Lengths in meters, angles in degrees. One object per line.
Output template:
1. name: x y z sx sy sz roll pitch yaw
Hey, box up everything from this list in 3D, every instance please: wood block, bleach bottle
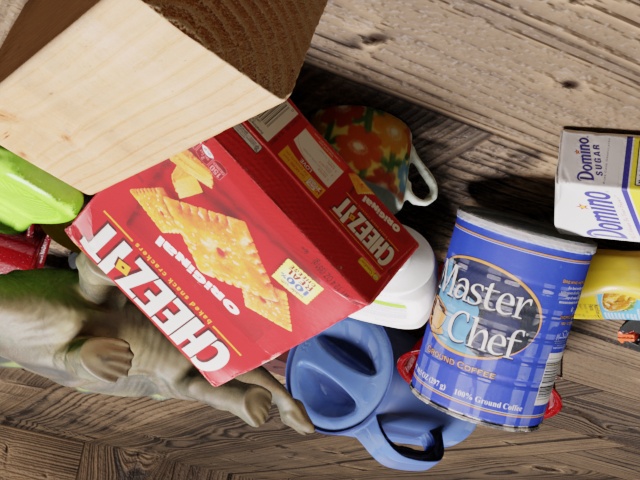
1. wood block: -0.094 -0.101 0.551 0.090 0.090 0.207 33 152 -27
2. bleach bottle: 0.052 0.025 0.822 0.102 0.068 0.251 11 173 1

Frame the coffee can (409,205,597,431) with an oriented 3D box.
1. coffee can: 0.132 0.055 0.781 0.103 0.140 0.103 14 -171 -2

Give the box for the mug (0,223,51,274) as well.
1. mug: -0.303 0.006 1.006 0.081 0.093 0.117 18 129 -9

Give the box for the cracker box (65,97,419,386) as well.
1. cracker box: -0.062 -0.002 0.707 0.164 0.072 0.214 48 142 -6

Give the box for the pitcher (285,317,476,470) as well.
1. pitcher: 0.085 0.170 1.175 0.145 0.149 0.242 8 169 38
